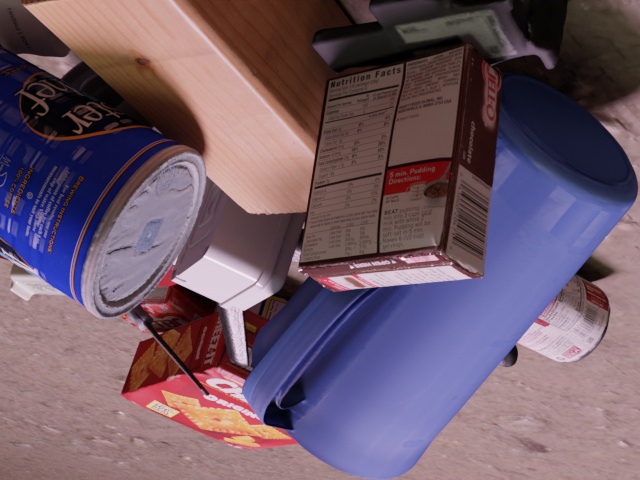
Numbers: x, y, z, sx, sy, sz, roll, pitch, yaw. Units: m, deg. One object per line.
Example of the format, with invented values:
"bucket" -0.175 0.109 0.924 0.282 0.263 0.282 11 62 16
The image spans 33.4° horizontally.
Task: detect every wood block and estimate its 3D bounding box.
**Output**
"wood block" -0.048 -0.103 0.580 0.091 0.090 0.205 -1 152 32

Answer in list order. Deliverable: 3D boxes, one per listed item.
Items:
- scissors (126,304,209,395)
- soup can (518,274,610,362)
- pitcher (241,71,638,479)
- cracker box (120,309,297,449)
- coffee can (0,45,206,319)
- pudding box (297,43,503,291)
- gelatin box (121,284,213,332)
"scissors" -0.170 0.055 0.944 0.202 0.016 0.096 41 165 36
"soup can" 0.160 0.045 0.807 0.102 0.068 0.069 27 153 -26
"pitcher" 0.064 0.023 0.629 0.145 0.149 0.243 28 122 -13
"cracker box" -0.074 0.142 1.035 0.164 0.072 0.214 29 153 -24
"coffee can" -0.148 -0.035 0.584 0.140 0.102 0.103 29 159 14
"pudding box" 0.040 -0.035 0.533 0.090 0.113 0.039 -8 153 39
"gelatin box" -0.165 0.068 1.083 0.089 0.030 0.073 -1 152 32
